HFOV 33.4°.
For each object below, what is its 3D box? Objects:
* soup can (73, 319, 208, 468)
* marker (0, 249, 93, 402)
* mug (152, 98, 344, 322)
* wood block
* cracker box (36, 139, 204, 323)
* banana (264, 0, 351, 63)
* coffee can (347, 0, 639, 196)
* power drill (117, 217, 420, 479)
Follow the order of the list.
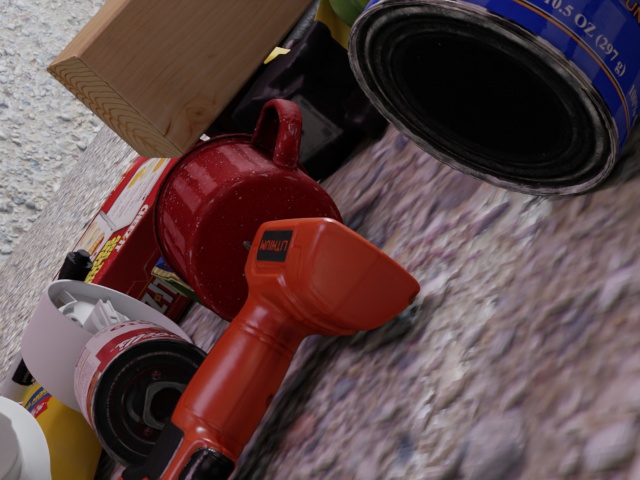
[{"bbox_3d":[-0.093,0.080,0.566,0.068,0.068,0.102,-55,16,-9],"label":"soup can"},{"bbox_3d":[-0.184,0.057,0.717,0.121,0.020,0.020,-59,13,19],"label":"marker"},{"bbox_3d":[-0.032,-0.015,0.548,0.081,0.093,0.117,-139,66,-69],"label":"mug"},{"bbox_3d":[-0.070,-0.160,0.698,0.206,0.090,0.090,-52,22,-14],"label":"wood block"},{"bbox_3d":[-0.142,0.011,0.842,0.164,0.072,0.214,-58,18,-11],"label":"cracker box"},{"bbox_3d":[-0.013,-0.148,0.839,0.037,0.069,0.198,-11,-4,-23],"label":"banana"},{"bbox_3d":[0.088,-0.102,0.390,0.140,0.102,0.103,-58,17,-19],"label":"coffee can"},{"bbox_3d":[-0.038,0.080,0.432,0.187,0.057,0.185,-56,16,-10],"label":"power drill"}]
